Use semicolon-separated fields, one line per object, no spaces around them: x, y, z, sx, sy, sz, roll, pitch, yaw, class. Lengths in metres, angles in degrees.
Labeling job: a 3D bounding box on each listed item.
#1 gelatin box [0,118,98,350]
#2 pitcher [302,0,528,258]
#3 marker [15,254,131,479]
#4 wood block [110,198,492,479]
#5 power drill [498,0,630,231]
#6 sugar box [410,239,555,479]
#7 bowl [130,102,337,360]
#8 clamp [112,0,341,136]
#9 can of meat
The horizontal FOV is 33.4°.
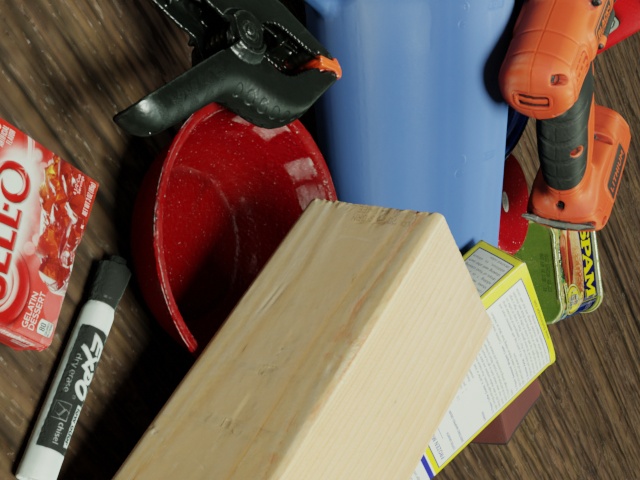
-0.146;-0.003;0.486;0.073;0.030;0.089;38;57;-46;gelatin box
0.066;-0.075;0.679;0.145;0.149;0.243;-67;156;-67;pitcher
-0.120;0.061;0.527;0.020;0.020;0.121;44;53;-44;marker
-0.007;0.085;0.530;0.205;0.090;0.090;-56;135;-30;wood block
0.166;-0.110;0.688;0.184;0.057;0.187;-63;150;-28;power drill
0.059;0.090;0.636;0.176;0.048;0.093;-38;129;-14;sugar box
-0.054;0.001;0.595;0.161;0.055;0.162;8;80;-54;bowl
-0.054;-0.108;0.543;0.171;0.039;0.120;-5;80;-57;clamp
0.209;0.022;0.968;0.083;0.058;0.102;-11;95;-52;can of meat
